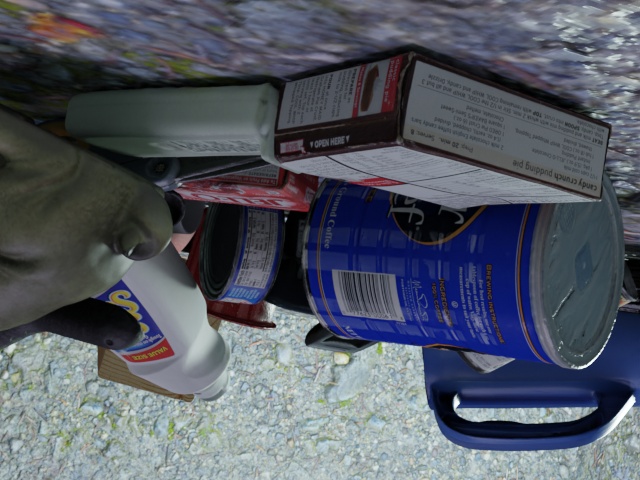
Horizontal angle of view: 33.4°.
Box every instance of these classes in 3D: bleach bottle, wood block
[{"bbox_3d":[-0.125,0.038,0.741,0.103,0.068,0.250,-7,140,25],"label":"bleach bottle"},{"bbox_3d":[-0.158,0.071,1.019,0.090,0.091,0.206,18,-175,-15],"label":"wood block"}]

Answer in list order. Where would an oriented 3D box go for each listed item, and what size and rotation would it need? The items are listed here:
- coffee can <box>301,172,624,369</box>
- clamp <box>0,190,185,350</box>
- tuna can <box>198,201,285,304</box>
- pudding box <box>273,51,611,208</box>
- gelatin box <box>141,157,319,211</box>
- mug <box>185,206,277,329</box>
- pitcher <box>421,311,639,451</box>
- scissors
[{"bbox_3d":[0.075,0.009,0.566,0.141,0.103,0.102,3,172,37],"label":"coffee can"},{"bbox_3d":[-0.154,0.021,0.599,0.172,0.039,0.120,-6,-148,23],"label":"clamp"},{"bbox_3d":[-0.055,0.001,0.736,0.033,0.086,0.086,9,174,-23],"label":"tuna can"},{"bbox_3d":[0.050,-0.042,0.447,0.113,0.039,0.090,10,173,-34],"label":"pudding box"},{"bbox_3d":[-0.051,-0.039,0.626,0.089,0.030,0.073,7,174,14],"label":"gelatin box"},{"bbox_3d":[-0.063,0.023,0.893,0.093,0.081,0.117,19,-177,35],"label":"mug"},{"bbox_3d":[0.203,0.084,0.862,0.243,0.149,0.145,1,-175,13],"label":"pitcher"},{"bbox_3d":[-0.096,-0.049,0.585,0.202,0.096,0.016,-22,146,7],"label":"scissors"}]
